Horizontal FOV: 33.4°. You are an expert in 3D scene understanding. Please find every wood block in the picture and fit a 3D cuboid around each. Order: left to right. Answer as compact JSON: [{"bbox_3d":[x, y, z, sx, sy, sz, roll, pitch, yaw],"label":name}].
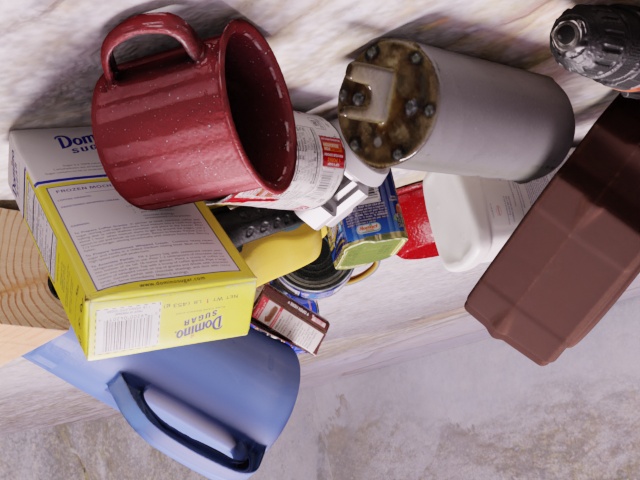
[{"bbox_3d":[-0.281,0.048,0.848,0.090,0.090,0.207,11,157,-36],"label":"wood block"}]

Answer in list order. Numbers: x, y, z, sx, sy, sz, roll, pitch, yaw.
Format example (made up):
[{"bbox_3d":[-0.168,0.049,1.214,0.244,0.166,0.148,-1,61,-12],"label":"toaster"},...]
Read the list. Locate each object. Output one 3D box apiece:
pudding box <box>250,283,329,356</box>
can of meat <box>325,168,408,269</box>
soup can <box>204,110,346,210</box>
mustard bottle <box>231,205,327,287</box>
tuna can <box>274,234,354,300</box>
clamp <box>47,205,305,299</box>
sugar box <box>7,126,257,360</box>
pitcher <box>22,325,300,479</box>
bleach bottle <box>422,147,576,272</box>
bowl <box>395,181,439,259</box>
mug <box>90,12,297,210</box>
[{"bbox_3d":[-0.055,0.066,1.041,0.090,0.039,0.114,34,169,-31],"label":"pudding box"},{"bbox_3d":[0.031,-0.028,0.853,0.057,0.084,0.102,-11,169,-7],"label":"can of meat"},{"bbox_3d":[-0.038,-0.054,0.690,0.069,0.068,0.102,-20,167,35],"label":"soup can"},{"bbox_3d":[-0.056,0.002,0.900,0.096,0.058,0.191,14,-153,39],"label":"mustard bottle"},{"bbox_3d":[-0.008,0.012,1.009,0.086,0.086,0.034,-11,167,-8],"label":"tuna can"},{"bbox_3d":[-0.074,-0.004,0.752,0.209,0.036,0.165,-19,-176,-28],"label":"clamp"},{"bbox_3d":[-0.114,-0.007,0.611,0.093,0.176,0.048,-6,124,-27],"label":"sugar box"},{"bbox_3d":[-0.144,0.107,0.939,0.242,0.145,0.149,33,163,-31],"label":"pitcher"},{"bbox_3d":[0.220,-0.035,0.976,0.250,0.102,0.068,-6,162,-26],"label":"bleach bottle"},{"bbox_3d":[0.119,-0.019,1.075,0.162,0.055,0.162,-12,169,-3],"label":"bowl"},{"bbox_3d":[-0.072,-0.069,0.559,0.082,0.093,0.117,-11,139,20],"label":"mug"}]
